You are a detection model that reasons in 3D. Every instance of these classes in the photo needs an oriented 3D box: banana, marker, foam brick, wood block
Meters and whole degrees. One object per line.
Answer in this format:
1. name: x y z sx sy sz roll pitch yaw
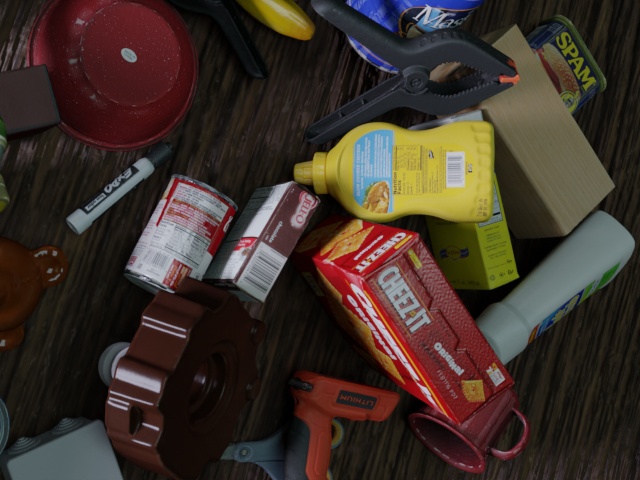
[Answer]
1. banana: -0.074 -0.269 1.008 0.197 0.070 0.037 63 34 -23
2. marker: -0.180 -0.050 0.974 0.121 0.020 0.020 -43 107 -21
3. foam brick: -0.259 -0.114 0.905 0.052 0.078 0.051 -18 96 -28
4. wood block: 0.206 -0.110 1.128 0.090 0.090 0.206 -41 106 -21

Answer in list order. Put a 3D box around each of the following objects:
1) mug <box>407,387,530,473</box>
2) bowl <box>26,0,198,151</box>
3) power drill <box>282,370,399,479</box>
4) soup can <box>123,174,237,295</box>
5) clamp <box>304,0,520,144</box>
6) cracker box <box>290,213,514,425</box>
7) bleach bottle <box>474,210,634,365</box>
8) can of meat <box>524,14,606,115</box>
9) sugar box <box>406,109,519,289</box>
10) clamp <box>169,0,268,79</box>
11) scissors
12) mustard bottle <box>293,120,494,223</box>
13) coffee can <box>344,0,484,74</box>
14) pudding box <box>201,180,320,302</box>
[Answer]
1. mug: 0.159 0.181 1.087 0.081 0.117 0.093 -50 140 -24
2. bowl: -0.177 -0.163 0.959 0.161 0.055 0.162 1 88 -26
3. power drill: 0.017 0.228 1.025 0.184 0.057 0.187 17 83 -26
4. soup can: -0.128 0.000 0.972 0.068 0.069 0.102 31 76 -22
5. clamp: 0.083 -0.167 1.010 0.210 0.036 0.164 -6 135 0
6. cracker box: 0.065 0.065 0.983 0.072 0.214 0.164 -38 106 -10
7. bleach bottle: 0.221 0.066 1.102 0.250 0.103 0.068 -35 72 -32
8. can of meat: 0.250 -0.180 1.170 0.083 0.058 0.102 -41 106 -19
9. sugar box: 0.143 -0.039 1.093 0.048 0.093 0.176 -19 96 -26
10. clamp: -0.093 -0.227 0.994 0.171 0.039 0.120 24 115 -3
11. scissors: -0.065 0.220 1.026 0.201 0.016 0.096 -11 94 -26
12. mustard bottle: 0.069 -0.065 1.022 0.192 0.058 0.096 0 88 9
13. coffee can: 0.098 -0.242 1.033 0.102 0.141 0.103 13 60 -24
14. pudding box: -0.056 0.001 0.995 0.039 0.090 0.113 36 74 -19
